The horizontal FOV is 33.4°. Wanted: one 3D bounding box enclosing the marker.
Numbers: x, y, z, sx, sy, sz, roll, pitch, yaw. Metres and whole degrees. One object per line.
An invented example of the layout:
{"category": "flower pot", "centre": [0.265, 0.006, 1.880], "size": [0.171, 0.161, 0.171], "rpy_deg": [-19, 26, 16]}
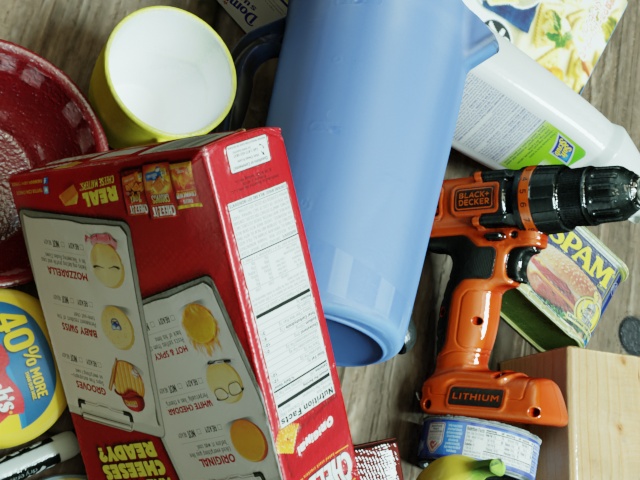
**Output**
{"category": "marker", "centre": [-0.181, 0.136, 0.656], "size": [0.120, 0.020, 0.020], "rpy_deg": [-20, 86, -30]}

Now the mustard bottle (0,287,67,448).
{"category": "mustard bottle", "centre": [-0.207, 0.081, 0.635], "size": [0.191, 0.058, 0.096], "rpy_deg": [-20, 89, -31]}

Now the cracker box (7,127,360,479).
{"category": "cracker box", "centre": [-0.076, 0.052, 0.598], "size": [0.071, 0.164, 0.214], "rpy_deg": [-25, 106, -49]}

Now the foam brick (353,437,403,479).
{"category": "foam brick", "centre": [0.012, 0.168, 0.728], "size": [0.078, 0.053, 0.051], "rpy_deg": [-6, 79, -28]}

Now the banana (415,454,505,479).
{"category": "banana", "centre": [0.073, 0.223, 0.724], "size": [0.037, 0.070, 0.198], "rpy_deg": [8, 103, -19]}

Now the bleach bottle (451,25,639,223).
{"category": "bleach bottle", "centre": [0.151, -0.089, 0.830], "size": [0.250, 0.103, 0.068], "rpy_deg": [34, 49, -10]}

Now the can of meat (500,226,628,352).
{"category": "can of meat", "centre": [0.184, 0.032, 0.855], "size": [0.102, 0.058, 0.083], "rpy_deg": [41, 64, -12]}

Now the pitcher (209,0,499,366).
{"category": "pitcher", "centre": [0.010, -0.048, 0.691], "size": [0.144, 0.149, 0.242], "rpy_deg": [24, 64, -22]}

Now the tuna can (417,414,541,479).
{"category": "tuna can", "centre": [0.113, 0.152, 0.766], "size": [0.086, 0.086, 0.033], "rpy_deg": [20, 70, -21]}

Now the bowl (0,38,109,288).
{"category": "bowl", "centre": [-0.216, -0.043, 0.667], "size": [0.161, 0.055, 0.162], "rpy_deg": [8, 73, -26]}

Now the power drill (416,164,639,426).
{"category": "power drill", "centre": [0.143, 0.038, 0.771], "size": [0.057, 0.185, 0.187], "rpy_deg": [19, 72, -48]}
